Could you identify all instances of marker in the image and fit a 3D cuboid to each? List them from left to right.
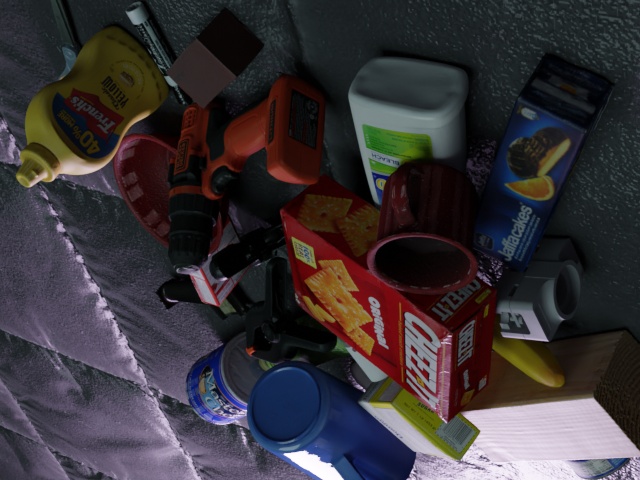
[{"bbox_3d":[-0.160,-0.186,1.080,0.020,0.020,0.121,7,138,38],"label":"marker"}]

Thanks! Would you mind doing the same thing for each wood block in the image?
[{"bbox_3d":[0.243,0.165,1.100,0.090,0.090,0.207,46,147,-17],"label":"wood block"}]

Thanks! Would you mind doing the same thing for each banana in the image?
[{"bbox_3d":[0.169,0.088,1.083,0.198,0.069,0.037,35,109,25],"label":"banana"}]

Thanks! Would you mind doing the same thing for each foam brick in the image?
[{"bbox_3d":[-0.101,-0.172,1.013,0.053,0.051,0.078,44,147,-12],"label":"foam brick"}]

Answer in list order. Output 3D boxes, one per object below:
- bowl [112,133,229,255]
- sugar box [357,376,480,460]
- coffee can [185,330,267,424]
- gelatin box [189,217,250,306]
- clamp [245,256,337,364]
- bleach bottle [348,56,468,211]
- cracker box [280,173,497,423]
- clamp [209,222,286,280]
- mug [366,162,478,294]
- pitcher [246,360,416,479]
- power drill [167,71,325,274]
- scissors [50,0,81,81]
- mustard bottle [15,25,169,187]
[{"bbox_3d":[-0.155,-0.061,1.191,0.162,0.055,0.162,27,140,25],"label":"bowl"},{"bbox_3d":[0.102,0.189,1.150,0.093,0.048,0.176,41,170,-3],"label":"sugar box"},{"bbox_3d":[-0.112,0.187,1.447,0.102,0.102,0.141,41,148,-9],"label":"coffee can"},{"bbox_3d":[-0.125,0.023,1.272,0.030,0.073,0.089,14,143,32],"label":"gelatin box"},{"bbox_3d":[-0.040,0.104,1.231,0.120,0.039,0.172,57,150,19],"label":"clamp"},{"bbox_3d":[0.094,-0.052,0.981,0.103,0.068,0.251,15,146,25],"label":"bleach bottle"},{"bbox_3d":[0.062,0.057,1.026,0.214,0.072,0.164,37,154,29],"label":"cracker box"},{"bbox_3d":[-0.058,0.001,1.163,0.036,0.164,0.210,64,167,-3],"label":"clamp"},{"bbox_3d":[0.085,-0.019,0.900,0.093,0.081,0.117,-8,143,25],"label":"mug"},{"bbox_3d":[0.018,0.236,1.281,0.149,0.145,0.242,4,160,30],"label":"pitcher"},{"bbox_3d":[-0.080,-0.069,1.028,0.057,0.184,0.188,21,154,-40],"label":"power drill"},{"bbox_3d":[-0.254,-0.193,1.162,0.096,0.016,0.202,29,148,6],"label":"scissors"},{"bbox_3d":[-0.239,-0.123,1.072,0.058,0.191,0.096,-7,129,47],"label":"mustard bottle"}]
